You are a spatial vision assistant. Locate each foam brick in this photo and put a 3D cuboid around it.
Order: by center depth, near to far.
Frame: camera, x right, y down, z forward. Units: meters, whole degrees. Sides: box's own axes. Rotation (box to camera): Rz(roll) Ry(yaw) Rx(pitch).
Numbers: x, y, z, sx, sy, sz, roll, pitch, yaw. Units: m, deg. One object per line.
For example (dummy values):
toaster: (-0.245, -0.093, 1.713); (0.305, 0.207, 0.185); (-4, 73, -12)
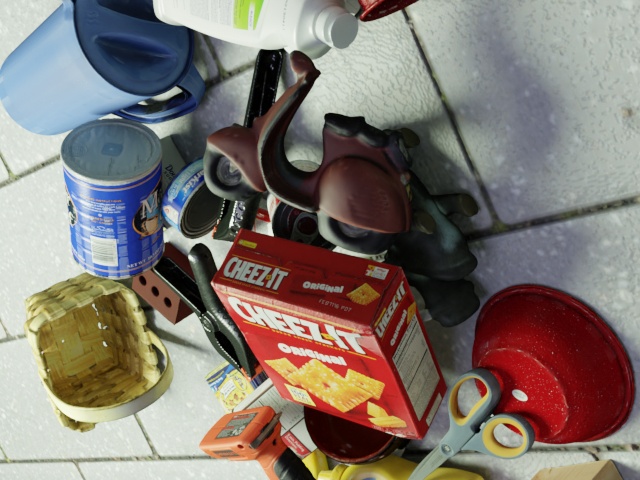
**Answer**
foam brick: (-0.178, 0.050, 1.265); (0.078, 0.051, 0.053); (37, 136, 22)

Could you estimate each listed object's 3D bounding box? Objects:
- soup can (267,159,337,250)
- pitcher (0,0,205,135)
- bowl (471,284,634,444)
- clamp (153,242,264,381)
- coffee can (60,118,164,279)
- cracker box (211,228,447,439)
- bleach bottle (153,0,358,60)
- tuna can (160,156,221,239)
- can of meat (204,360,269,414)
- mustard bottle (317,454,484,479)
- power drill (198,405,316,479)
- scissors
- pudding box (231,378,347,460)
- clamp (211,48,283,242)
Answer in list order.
soup can: (-0.015, -0.031, 1.001); (0.102, 0.068, 0.068); (-105, 0, -70)
pitcher: (-0.241, -0.182, 1.134); (0.243, 0.144, 0.149); (-14, 93, 52)
bowl: (0.191, 0.122, 0.944); (0.162, 0.055, 0.162); (25, 131, 33)
clamp: (-0.111, 0.074, 1.156); (0.171, 0.039, 0.120); (51, 157, -3)
coffee can: (-0.217, -0.043, 1.129); (0.103, 0.102, 0.140); (33, 140, 26)
cracker box: (0.013, 0.092, 0.983); (0.164, 0.072, 0.213); (13, 150, 27)
bleach bottle: (-0.056, -0.206, 0.923); (0.251, 0.067, 0.103); (34, 128, 44)
tuna can: (-0.127, -0.046, 1.128); (0.034, 0.086, 0.086); (38, 136, 24)
can of meat: (-0.081, 0.171, 1.244); (0.084, 0.057, 0.102); (57, 139, 4)
mustard bottle: (0.082, 0.270, 1.122); (0.192, 0.058, 0.096); (7, 125, 31)
power drill: (-0.041, 0.263, 1.128); (0.187, 0.057, 0.185); (50, 143, -13)
scissors: (0.138, 0.198, 0.990); (0.096, 0.016, 0.202); (36, 136, 24)
pudding box: (-0.030, 0.189, 1.167); (0.113, 0.039, 0.090); (-41, 97, 13)
clamp: (-0.069, -0.075, 1.038); (0.210, 0.036, 0.164); (120, 155, -54)
